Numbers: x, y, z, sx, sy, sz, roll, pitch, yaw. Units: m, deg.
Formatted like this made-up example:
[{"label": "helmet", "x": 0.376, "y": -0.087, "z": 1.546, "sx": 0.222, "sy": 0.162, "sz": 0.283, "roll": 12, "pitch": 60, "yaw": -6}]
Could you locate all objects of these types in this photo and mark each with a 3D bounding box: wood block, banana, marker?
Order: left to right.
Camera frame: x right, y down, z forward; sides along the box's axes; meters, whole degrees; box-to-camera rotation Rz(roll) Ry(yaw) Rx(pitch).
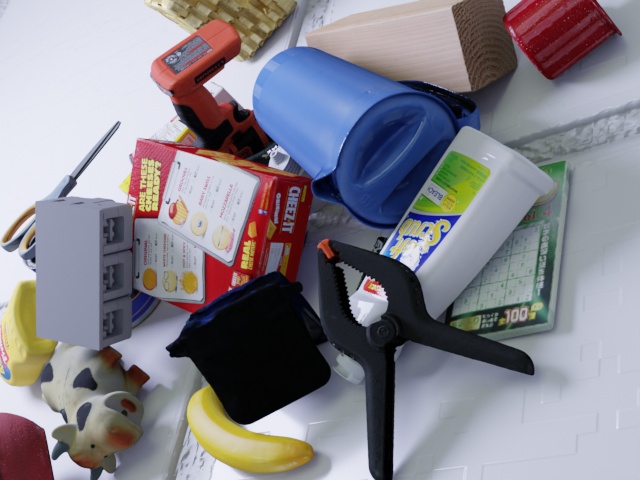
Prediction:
[{"label": "banana", "x": -0.080, "y": 0.182, "z": 1.024, "sx": 0.069, "sy": 0.037, "sz": 0.198, "roll": -52, "pitch": 36, "yaw": -7}, {"label": "marker", "x": 0.058, "y": 0.016, "z": 1.058, "sx": 0.020, "sy": 0.020, "sz": 0.121, "roll": -4, "pitch": 53, "yaw": 43}, {"label": "wood block", "x": 0.095, "y": -0.205, "z": 1.149, "sx": 0.207, "sy": 0.091, "sz": 0.090, "roll": 0, "pitch": 24, "yaw": 46}]

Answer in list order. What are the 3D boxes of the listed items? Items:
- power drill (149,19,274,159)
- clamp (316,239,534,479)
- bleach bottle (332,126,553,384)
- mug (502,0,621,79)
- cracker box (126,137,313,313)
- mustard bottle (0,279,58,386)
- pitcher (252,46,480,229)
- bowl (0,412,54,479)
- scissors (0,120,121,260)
[{"label": "power drill", "x": -0.105, "y": -0.161, "z": 1.237, "sx": 0.184, "sy": 0.187, "sz": 0.057, "roll": -38, "pitch": 52, "yaw": -13}, {"label": "clamp", "x": 0.070, "y": 0.078, "z": 0.906, "sx": 0.165, "sy": 0.036, "sz": 0.210, "roll": -33, "pitch": 69, "yaw": 13}, {"label": "bleach bottle", "x": 0.096, "y": 0.024, "z": 0.958, "sx": 0.251, "sy": 0.068, "sz": 0.103, "roll": -56, "pitch": 35, "yaw": 5}, {"label": "mug", "x": 0.235, "y": -0.215, "z": 1.054, "sx": 0.082, "sy": 0.093, "sz": 0.117, "roll": -38, "pitch": 5, "yaw": 20}, {"label": "cracker box", "x": -0.115, "y": -0.009, "z": 1.128, "sx": 0.214, "sy": 0.071, "sz": 0.164, "roll": 18, "pitch": 101, "yaw": 39}, {"label": "mustard bottle", "x": -0.364, "y": 0.125, "z": 1.304, "sx": 0.192, "sy": 0.058, "sz": 0.096, "roll": -47, "pitch": 53, "yaw": 55}, {"label": "pitcher", "x": 0.034, "y": -0.118, "z": 1.065, "sx": 0.145, "sy": 0.149, "sz": 0.243, "roll": -63, "pitch": 34, "yaw": 10}, {"label": "bowl", "x": -0.311, "y": 0.250, "z": 1.129, "sx": 0.055, "sy": 0.162, "sz": 0.162, "roll": -11, "pitch": 34, "yaw": -15}, {"label": "scissors", "x": -0.296, "y": -0.052, "z": 1.240, "sx": 0.202, "sy": 0.016, "sz": 0.096, "roll": -43, "pitch": 38, "yaw": 5}]
